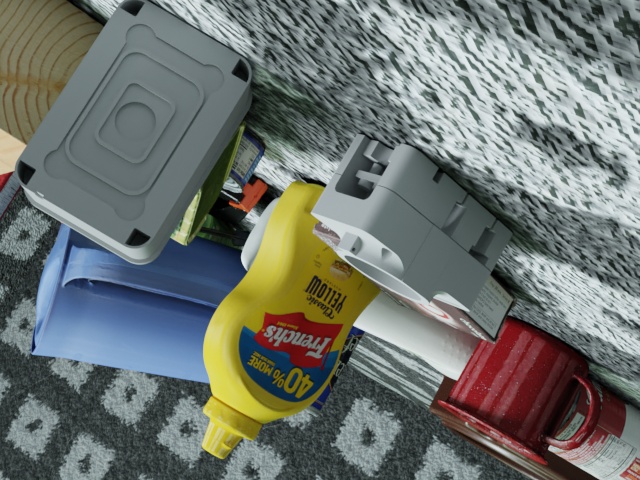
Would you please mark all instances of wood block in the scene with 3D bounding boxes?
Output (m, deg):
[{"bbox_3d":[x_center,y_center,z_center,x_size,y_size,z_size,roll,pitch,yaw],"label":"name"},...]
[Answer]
[{"bbox_3d":[-0.228,-0.098,0.679,0.090,0.090,0.207,35,157,-31],"label":"wood block"}]

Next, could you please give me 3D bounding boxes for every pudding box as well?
[{"bbox_3d":[0.062,0.017,0.687,0.090,0.039,0.113,22,169,46],"label":"pudding box"}]

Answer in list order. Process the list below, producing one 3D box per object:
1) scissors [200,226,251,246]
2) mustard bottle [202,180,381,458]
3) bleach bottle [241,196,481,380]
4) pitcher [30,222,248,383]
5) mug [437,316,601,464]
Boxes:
[{"bbox_3d":[-0.056,0.001,0.938,0.202,0.016,0.096,13,180,7],"label":"scissors"},{"bbox_3d":[-0.026,0.061,0.733,0.096,0.191,0.058,35,171,-32],"label":"mustard bottle"},{"bbox_3d":[0.062,0.055,0.861,0.250,0.068,0.103,30,-179,-25],"label":"bleach bottle"},{"bbox_3d":[-0.109,0.055,0.888,0.242,0.145,0.149,15,-150,-17],"label":"pitcher"},{"bbox_3d":[0.156,0.113,0.794,0.117,0.081,0.093,22,169,48],"label":"mug"}]
